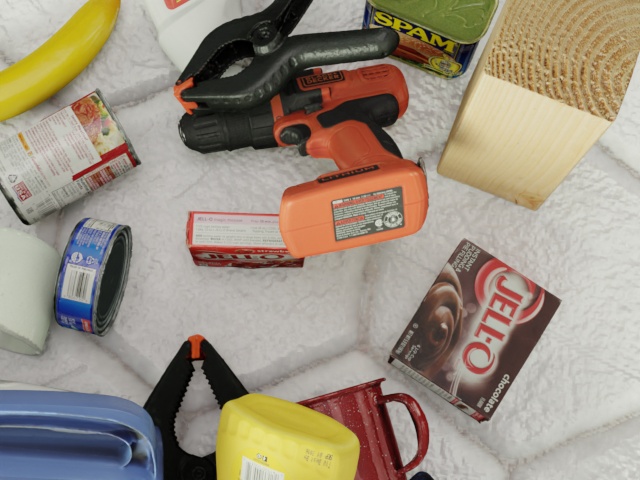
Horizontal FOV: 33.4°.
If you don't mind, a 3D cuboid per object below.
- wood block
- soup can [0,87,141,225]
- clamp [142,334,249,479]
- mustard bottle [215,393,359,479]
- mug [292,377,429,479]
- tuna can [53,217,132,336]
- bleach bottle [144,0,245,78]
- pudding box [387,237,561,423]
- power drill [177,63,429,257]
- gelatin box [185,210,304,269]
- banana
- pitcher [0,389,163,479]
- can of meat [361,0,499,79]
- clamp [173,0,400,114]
[{"bbox_3d":[0.154,-0.103,0.774,0.091,0.206,0.090,20,76,3],"label":"wood block"},{"bbox_3d":[-0.200,-0.064,0.827,0.102,0.068,0.068,-30,79,-8],"label":"soup can"},{"bbox_3d":[-0.078,0.176,0.786,0.164,0.036,0.210,4,80,-2],"label":"clamp"},{"bbox_3d":[-0.035,0.207,0.719,0.096,0.058,0.192,17,104,28],"label":"mustard bottle"},{"bbox_3d":[0.024,0.147,0.765,0.117,0.093,0.081,-20,81,23],"label":"mug"},{"bbox_3d":[-0.169,0.027,0.796,0.034,0.086,0.086,13,76,3],"label":"tuna can"},{"bbox_3d":[-0.105,-0.235,0.876,0.102,0.068,0.251,-19,80,-5],"label":"bleach bottle"},{"bbox_3d":[0.117,0.069,0.817,0.090,0.039,0.113,33,78,6],"label":"pudding box"},{"bbox_3d":[-0.008,-0.066,0.790,0.184,0.057,0.188,-13,38,-4],"label":"power drill"},{"bbox_3d":[-0.055,0.001,0.811,0.089,0.073,0.030,1,78,-2],"label":"gelatin box"},{"bbox_3d":[-0.242,-0.138,0.860,0.197,0.037,0.069,-26,79,-8],"label":"banana"},{"bbox_3d":[-0.220,0.164,0.668,0.242,0.145,0.149,8,80,-15],"label":"pitcher"},{"bbox_3d":[0.083,-0.179,0.854,0.102,0.084,0.057,23,77,4],"label":"can of meat"},{"bbox_3d":[-0.035,-0.156,0.809,0.171,0.039,0.120,-22,53,5],"label":"clamp"}]
